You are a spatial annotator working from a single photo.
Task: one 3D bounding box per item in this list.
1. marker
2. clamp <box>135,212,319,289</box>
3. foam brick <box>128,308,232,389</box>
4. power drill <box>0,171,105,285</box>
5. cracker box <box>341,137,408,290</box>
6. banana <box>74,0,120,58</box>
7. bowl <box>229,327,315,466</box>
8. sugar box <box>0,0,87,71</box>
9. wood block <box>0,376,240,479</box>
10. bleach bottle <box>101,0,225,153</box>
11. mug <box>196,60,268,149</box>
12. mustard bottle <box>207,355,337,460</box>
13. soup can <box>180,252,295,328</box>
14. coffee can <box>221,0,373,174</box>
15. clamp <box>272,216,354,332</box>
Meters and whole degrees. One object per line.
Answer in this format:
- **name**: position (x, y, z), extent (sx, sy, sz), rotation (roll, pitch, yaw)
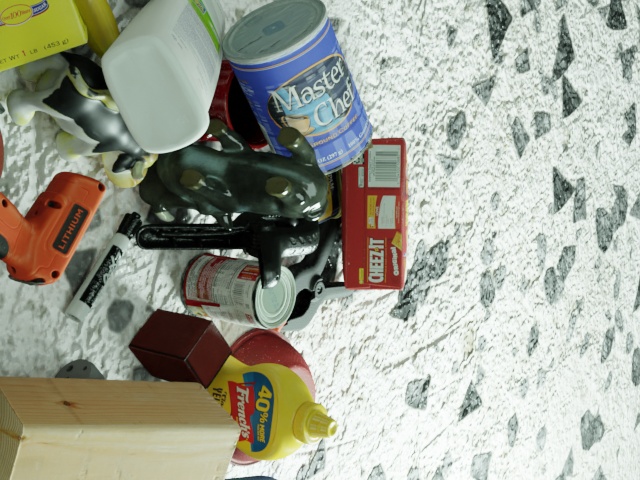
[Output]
- **marker**: position (-0.203, 0.023, 1.009), extent (0.020, 0.020, 0.121), rotation (53, 55, -43)
- **clamp**: position (-0.057, 0.001, 1.075), extent (0.209, 0.165, 0.036), rotation (-14, 118, -50)
- **foam brick**: position (-0.139, 0.108, 1.062), extent (0.051, 0.078, 0.053), rotation (-57, 139, -30)
- **power drill**: position (-0.261, -0.063, 0.840), extent (0.187, 0.057, 0.184), rotation (39, 70, -40)
- **cracker box**: position (0.065, -0.033, 1.230), extent (0.213, 0.072, 0.164), rotation (-33, 123, -84)
- **banana**: position (-0.216, -0.234, 0.910), extent (0.037, 0.070, 0.197), rotation (-35, 115, -17)
- **bowl**: position (-0.054, 0.181, 1.206), extent (0.161, 0.055, 0.162), rotation (-14, 107, -51)
- **sugar box**: position (-0.256, -0.227, 0.837), extent (0.093, 0.048, 0.176), rotation (-20, 121, -6)
- **wood block**: position (-0.188, 0.180, 0.939), extent (0.205, 0.091, 0.090), rotation (8, 107, -37)
- **bleach bottle**: position (-0.124, -0.173, 0.966), extent (0.250, 0.068, 0.102), rotation (-79, 147, -62)
- **mug**: position (-0.101, -0.133, 1.065), extent (0.117, 0.082, 0.093), rotation (-49, 132, -37)
- **mustard bottle**: position (-0.064, 0.170, 1.076), extent (0.058, 0.192, 0.096), rotation (6, 91, -53)
- **soup can**: position (-0.085, 0.051, 1.102), extent (0.068, 0.102, 0.068), rotation (-12, 105, -51)
- **coffee can**: position (-0.020, -0.145, 1.014), extent (0.102, 0.103, 0.140), rotation (-53, 135, -33)
- **clamp**: position (-0.013, 0.042, 1.249), extent (0.171, 0.039, 0.120), rotation (-38, 124, -49)
